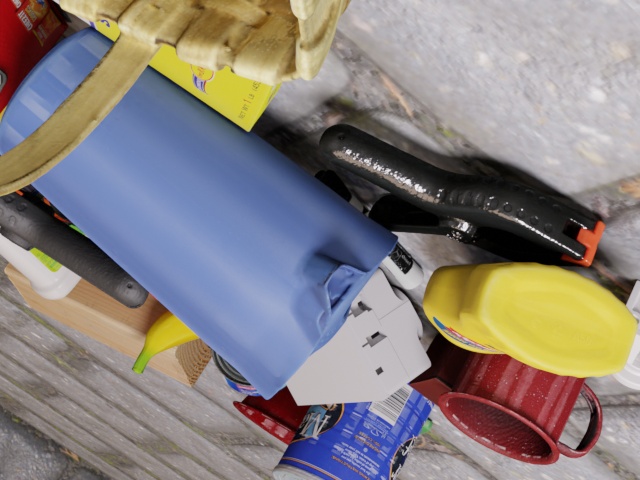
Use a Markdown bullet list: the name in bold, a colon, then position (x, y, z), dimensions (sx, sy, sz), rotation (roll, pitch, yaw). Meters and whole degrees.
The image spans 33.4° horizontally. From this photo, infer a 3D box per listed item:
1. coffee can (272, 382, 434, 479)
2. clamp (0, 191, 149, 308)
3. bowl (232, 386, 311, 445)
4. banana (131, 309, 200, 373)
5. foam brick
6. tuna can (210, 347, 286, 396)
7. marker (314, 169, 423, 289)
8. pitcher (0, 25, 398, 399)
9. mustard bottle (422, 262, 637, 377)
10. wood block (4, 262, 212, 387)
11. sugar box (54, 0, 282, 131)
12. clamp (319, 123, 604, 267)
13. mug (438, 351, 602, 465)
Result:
- **coffee can**: position (0.034, 0.178, 0.980), dimensions (0.103, 0.140, 0.103), rotation (26, 157, 12)
- **clamp**: position (-0.204, -0.011, 0.761), dimensions (0.210, 0.036, 0.165), rotation (35, 170, -12)
- **bowl**: position (-0.015, 0.200, 1.178), dimensions (0.162, 0.055, 0.162), rotation (30, 165, 8)
- **banana**: position (-0.075, 0.082, 0.985), dimensions (0.198, 0.069, 0.037), rotation (-5, 171, 0)
- **foam brick**: position (0.122, 0.113, 0.857), dimensions (0.078, 0.051, 0.053), rotation (36, 158, -11)
- **tuna can**: position (-0.060, 0.104, 1.016), dimensions (0.086, 0.086, 0.034), rotation (24, 158, 17)
- **marker**: position (0.034, -0.008, 0.760), dimensions (0.020, 0.020, 0.121), rotation (2, 144, 49)
- **pitcher**: position (-0.083, -0.020, 0.690), dimensions (0.243, 0.144, 0.149), rotation (39, 120, 0)
- **mustard bottle**: position (0.117, 0.046, 0.683), dimensions (0.096, 0.058, 0.192), rotation (18, 176, -9)
- **wood block**: position (-0.201, 0.054, 1.083), dimensions (0.206, 0.090, 0.090), rotation (23, 155, 19)
- **sugar box**: position (-0.096, -0.142, 0.616), dimensions (0.176, 0.048, 0.093), rotation (31, 157, -3)
- **clamp**: position (0.086, -0.017, 0.657), dimensions (0.172, 0.039, 0.120), rotation (23, 171, 18)
- **mug**: position (0.154, 0.109, 0.769), dimensions (0.117, 0.081, 0.093), rotation (33, 157, -3)
